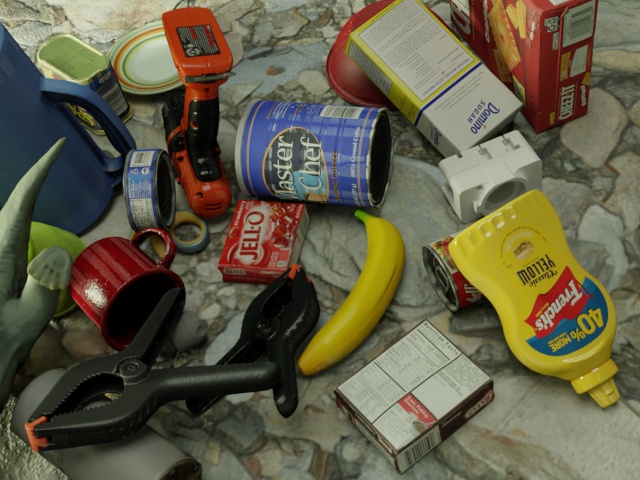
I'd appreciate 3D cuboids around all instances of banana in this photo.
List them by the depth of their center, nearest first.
[{"bbox_3d":[0.040,0.048,1.020,0.070,0.037,0.197,-9,44,37],"label":"banana"}]

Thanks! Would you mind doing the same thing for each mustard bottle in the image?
[{"bbox_3d":[0.200,0.058,0.926,0.096,0.058,0.191,-30,82,-9],"label":"mustard bottle"}]

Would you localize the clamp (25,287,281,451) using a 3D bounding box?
[{"bbox_3d":[-0.149,0.123,0.913,0.165,0.036,0.209,26,44,38],"label":"clamp"}]

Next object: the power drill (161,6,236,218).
[{"bbox_3d":[-0.131,-0.144,1.111,0.057,0.188,0.184,-12,47,-16],"label":"power drill"}]

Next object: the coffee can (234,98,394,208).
[{"bbox_3d":[-0.004,-0.089,1.092,0.140,0.103,0.102,6,53,16],"label":"coffee can"}]

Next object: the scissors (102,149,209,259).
[{"bbox_3d":[-0.177,-0.041,1.148,0.096,0.016,0.202,-16,50,-3],"label":"scissors"}]

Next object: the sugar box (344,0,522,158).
[{"bbox_3d":[0.118,-0.171,1.128,0.093,0.048,0.176,-38,81,-16],"label":"sugar box"}]

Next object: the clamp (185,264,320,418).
[{"bbox_3d":[-0.041,0.095,0.981,0.120,0.039,0.171,9,56,36],"label":"clamp"}]

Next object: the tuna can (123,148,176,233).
[{"bbox_3d":[-0.173,-0.051,1.087,0.034,0.086,0.086,-3,51,6],"label":"tuna can"}]

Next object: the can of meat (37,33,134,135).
[{"bbox_3d":[-0.273,-0.182,1.236,0.102,0.084,0.057,32,64,31],"label":"can of meat"}]

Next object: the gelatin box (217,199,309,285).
[{"bbox_3d":[-0.057,0.001,1.078,0.073,0.030,0.089,4,53,15],"label":"gelatin box"}]

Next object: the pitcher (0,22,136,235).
[{"bbox_3d":[-0.305,-0.117,1.086,0.145,0.242,0.149,29,69,31],"label":"pitcher"}]

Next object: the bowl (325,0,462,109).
[{"bbox_3d":[0.081,-0.224,1.212,0.162,0.055,0.162,-6,51,7],"label":"bowl"}]

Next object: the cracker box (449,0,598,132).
[{"bbox_3d":[0.207,-0.246,1.132,0.072,0.164,0.214,-22,51,-8],"label":"cracker box"}]

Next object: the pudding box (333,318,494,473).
[{"bbox_3d":[0.082,0.134,0.938,0.113,0.039,0.090,-34,53,-18],"label":"pudding box"}]

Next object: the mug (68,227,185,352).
[{"bbox_3d":[-0.184,0.039,1.032,0.082,0.093,0.117,37,95,38],"label":"mug"}]

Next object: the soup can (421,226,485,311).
[{"bbox_3d":[0.155,0.015,0.998,0.102,0.068,0.068,-25,51,-9],"label":"soup can"}]
